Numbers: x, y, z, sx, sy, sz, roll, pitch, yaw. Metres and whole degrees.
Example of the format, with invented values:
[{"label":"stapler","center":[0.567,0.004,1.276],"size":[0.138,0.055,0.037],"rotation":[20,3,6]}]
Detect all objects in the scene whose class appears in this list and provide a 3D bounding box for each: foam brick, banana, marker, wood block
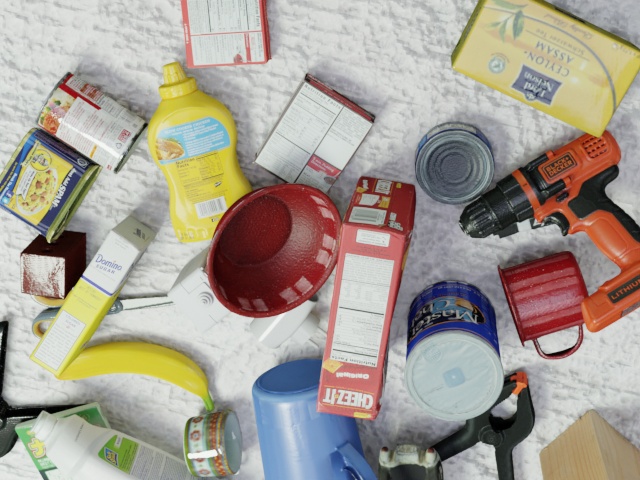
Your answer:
[{"label":"foam brick","center":[-0.302,0.025,1.210],"size":[0.053,0.078,0.051],"rotation":[7,113,3]},{"label":"banana","center":[-0.217,0.153,1.266],"size":[0.198,0.037,0.070],"rotation":[13,98,0]},{"label":"marker","center":[0.246,-0.025,1.162],"size":[0.121,0.020,0.020],"rotation":[-15,108,11]},{"label":"wood block","center":[0.310,0.290,1.174],"size":[0.090,0.206,0.091],"rotation":[41,110,-9]}]

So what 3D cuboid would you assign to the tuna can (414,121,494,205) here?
[{"label":"tuna can","center":[0.144,-0.082,1.144],"size":[0.086,0.033,0.086],"rotation":[2,111,5]}]

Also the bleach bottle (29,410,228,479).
[{"label":"bleach bottle","center":[-0.227,0.273,1.269],"size":[0.250,0.102,0.068],"rotation":[33,111,-12]}]

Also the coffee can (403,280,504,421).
[{"label":"coffee can","center":[0.144,0.117,1.162],"size":[0.103,0.140,0.103],"rotation":[2,111,5]}]

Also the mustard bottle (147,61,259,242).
[{"label":"mustard bottle","center":[-0.135,-0.099,1.154],"size":[0.096,0.058,0.191],"rotation":[-15,109,1]}]

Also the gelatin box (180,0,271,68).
[{"label":"gelatin box","center":[-0.098,-0.221,1.120],"size":[0.089,0.030,0.073],"rotation":[-2,109,7]}]

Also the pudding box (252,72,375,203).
[{"label":"pudding box","center":[-0.007,-0.109,1.148],"size":[0.090,0.039,0.114],"rotation":[32,109,-6]}]

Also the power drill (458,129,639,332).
[{"label":"power drill","center":[0.259,-0.003,1.098],"size":[0.184,0.057,0.188],"rotation":[-31,71,6]}]

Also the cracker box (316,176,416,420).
[{"label":"cracker box","center":[0.051,0.058,1.137],"size":[0.072,0.164,0.214],"rotation":[9,111,5]}]

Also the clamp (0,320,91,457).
[{"label":"clamp","center":[-0.388,0.216,1.313],"size":[0.164,0.036,0.210],"rotation":[41,108,-11]}]

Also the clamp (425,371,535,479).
[{"label":"clamp","center":[0.190,0.225,1.253],"size":[0.120,0.039,0.171],"rotation":[13,112,-2]}]

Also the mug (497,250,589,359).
[{"label":"mug","center":[0.248,0.071,1.157],"size":[0.081,0.093,0.117],"rotation":[-17,86,7]}]

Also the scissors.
[{"label":"scissors","center":[-0.257,0.062,1.252],"size":[0.202,0.016,0.096],"rotation":[-20,107,13]}]

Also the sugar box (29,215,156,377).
[{"label":"sugar box","center":[-0.252,0.061,1.195],"size":[0.048,0.093,0.176],"rotation":[36,101,-5]}]

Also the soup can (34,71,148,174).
[{"label":"soup can","center":[-0.246,-0.126,1.152],"size":[0.102,0.068,0.069],"rotation":[33,110,-7]}]

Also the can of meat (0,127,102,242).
[{"label":"can of meat","center":[-0.305,-0.063,1.181],"size":[0.084,0.057,0.102],"rotation":[33,96,-4]}]

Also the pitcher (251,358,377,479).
[{"label":"pitcher","center":[0.001,0.268,1.238],"size":[0.149,0.145,0.243],"rotation":[-9,106,6]}]

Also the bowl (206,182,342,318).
[{"label":"bowl","center":[-0.058,0.001,1.147],"size":[0.161,0.055,0.162],"rotation":[-15,124,-23]}]
